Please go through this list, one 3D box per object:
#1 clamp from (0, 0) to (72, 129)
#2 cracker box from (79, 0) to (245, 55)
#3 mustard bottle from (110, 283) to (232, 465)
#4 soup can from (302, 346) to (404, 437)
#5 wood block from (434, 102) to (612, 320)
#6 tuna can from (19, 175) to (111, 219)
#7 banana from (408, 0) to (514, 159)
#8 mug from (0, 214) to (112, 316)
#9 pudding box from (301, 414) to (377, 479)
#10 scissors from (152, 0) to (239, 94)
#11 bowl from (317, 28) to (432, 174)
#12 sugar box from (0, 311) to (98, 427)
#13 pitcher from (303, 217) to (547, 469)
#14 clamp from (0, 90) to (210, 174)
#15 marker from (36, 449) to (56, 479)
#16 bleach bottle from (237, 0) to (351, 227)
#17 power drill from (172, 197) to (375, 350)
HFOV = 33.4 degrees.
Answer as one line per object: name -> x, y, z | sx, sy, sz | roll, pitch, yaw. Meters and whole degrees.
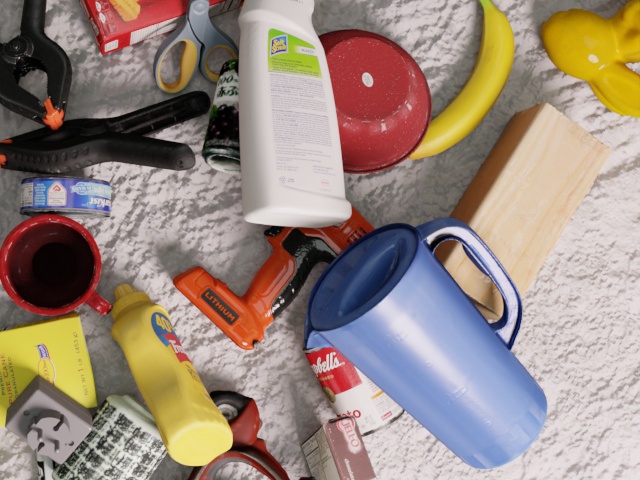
clamp -> -0.282, -0.186, 1.022 | 0.120, 0.039, 0.171 | -39, 77, -7
cracker box -> -0.146, -0.298, 1.051 | 0.213, 0.072, 0.164 | -22, 93, -11
mustard bottle -> -0.152, 0.118, 1.015 | 0.058, 0.096, 0.192 | -34, 60, 1
soup can -> 0.034, 0.139, 1.076 | 0.068, 0.068, 0.102 | -28, 94, -10
wood block -> 0.196, -0.028, 1.099 | 0.090, 0.091, 0.206 | 34, 83, -8
tuna can -> -0.243, -0.040, 1.020 | 0.086, 0.086, 0.034 | 1, 86, -11
banana -> 0.157, -0.164, 1.125 | 0.069, 0.037, 0.198 | 24, 83, 9
mug -> -0.246, 0.031, 1.019 | 0.117, 0.081, 0.093 | 38, 82, -7
pudding box -> 0.024, 0.236, 1.044 | 0.039, 0.090, 0.113 | -11, 71, -20
scissors -> -0.101, -0.218, 1.022 | 0.096, 0.202, 0.016 | 5, 46, -30
bowl -> 0.040, -0.151, 1.071 | 0.162, 0.055, 0.162 | 2, 74, -8
sugar box -> -0.310, 0.132, 1.023 | 0.176, 0.048, 0.093 | -12, 94, -12
pitcher -> 0.117, 0.101, 1.017 | 0.242, 0.149, 0.144 | 46, 53, -23
clamp -> -0.205, -0.091, 1.008 | 0.210, 0.164, 0.036 | -10, 115, -3
marker -> -0.267, 0.232, 1.043 | 0.020, 0.020, 0.121 | -5, 89, -11
bleach bottle -> -0.028, -0.142, 1.006 | 0.102, 0.068, 0.251 | 4, 78, -33
power drill -> -0.057, 0.001, 1.067 | 0.184, 0.057, 0.187 | 44, 83, 1
